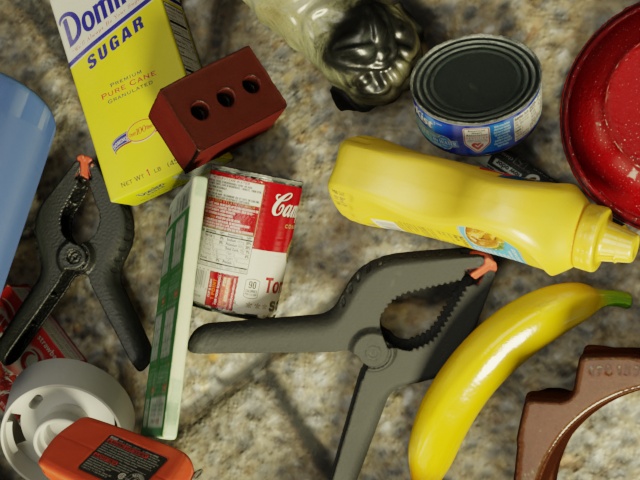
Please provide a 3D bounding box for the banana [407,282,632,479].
[{"bbox_3d":[0.115,0.090,0.704,0.069,0.037,0.198,40,107,-18],"label":"banana"}]

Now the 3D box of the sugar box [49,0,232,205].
[{"bbox_3d":[-0.139,-0.125,0.817,0.093,0.048,0.176,-23,82,18],"label":"sugar box"}]

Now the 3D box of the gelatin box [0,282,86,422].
[{"bbox_3d":[-0.243,0.090,0.860,0.073,0.030,0.089,-45,75,13],"label":"gelatin box"}]

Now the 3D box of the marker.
[{"bbox_3d":[0.153,-0.032,0.714,0.121,0.020,0.020,36,101,19],"label":"marker"}]

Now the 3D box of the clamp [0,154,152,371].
[{"bbox_3d":[-0.176,0.022,0.825,0.120,0.039,0.171,11,84,3],"label":"clamp"}]

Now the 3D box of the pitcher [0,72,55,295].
[{"bbox_3d":[-0.295,-0.010,0.787,0.145,0.149,0.242,-6,57,36],"label":"pitcher"}]

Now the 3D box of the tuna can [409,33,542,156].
[{"bbox_3d":[0.103,-0.096,0.705,0.086,0.034,0.086,-7,50,8],"label":"tuna can"}]

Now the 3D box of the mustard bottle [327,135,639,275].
[{"bbox_3d":[0.106,-0.019,0.682,0.192,0.096,0.058,16,85,26],"label":"mustard bottle"}]

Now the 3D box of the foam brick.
[{"bbox_3d":[-0.073,-0.092,0.753,0.078,0.051,0.053,-32,87,-24],"label":"foam brick"}]

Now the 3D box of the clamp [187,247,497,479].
[{"bbox_3d":[0.037,0.081,0.735,0.210,0.036,0.164,-30,104,8],"label":"clamp"}]

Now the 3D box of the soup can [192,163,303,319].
[{"bbox_3d":[-0.055,0.001,0.769,0.069,0.068,0.102,13,94,21],"label":"soup can"}]

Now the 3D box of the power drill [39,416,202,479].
[{"bbox_3d":[-0.138,0.215,0.759,0.185,0.057,0.187,13,130,27],"label":"power drill"}]
